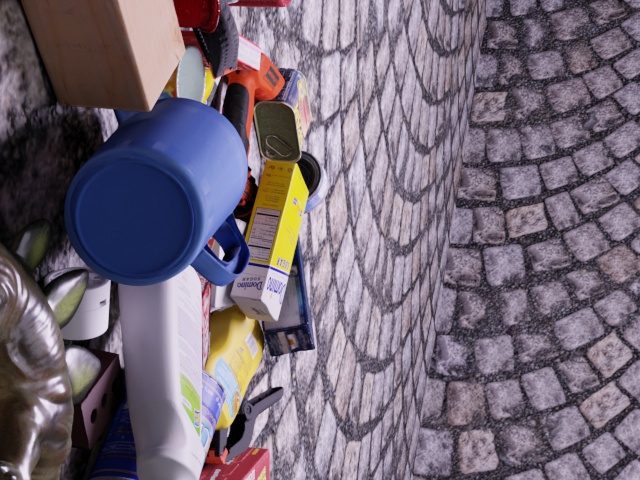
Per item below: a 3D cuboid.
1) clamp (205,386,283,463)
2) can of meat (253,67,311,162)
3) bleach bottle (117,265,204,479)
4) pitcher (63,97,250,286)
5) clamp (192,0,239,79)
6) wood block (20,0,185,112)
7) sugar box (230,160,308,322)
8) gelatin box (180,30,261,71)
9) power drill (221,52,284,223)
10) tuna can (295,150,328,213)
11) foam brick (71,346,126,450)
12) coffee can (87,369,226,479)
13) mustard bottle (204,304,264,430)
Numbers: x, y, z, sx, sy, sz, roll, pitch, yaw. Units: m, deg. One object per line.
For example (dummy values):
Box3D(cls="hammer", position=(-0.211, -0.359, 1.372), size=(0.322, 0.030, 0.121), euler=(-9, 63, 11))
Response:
Box3D(cls="clamp", position=(-0.108, 0.205, 1.363), size=(0.120, 0.039, 0.171), euler=(59, 36, -21))
Box3D(cls="can of meat", position=(-0.049, -0.169, 1.436), size=(0.084, 0.057, 0.102), euler=(-74, 162, -44))
Box3D(cls="bleach bottle", position=(-0.145, 0.129, 0.979), size=(0.102, 0.068, 0.251), euler=(59, 18, -51))
Box3D(cls="pitcher", position=(-0.129, -0.035, 0.900), size=(0.243, 0.149, 0.145), euler=(-88, -172, -76))
Box3D(cls="clamp", position=(-0.111, -0.240, 1.012), size=(0.165, 0.036, 0.210), euler=(47, -21, 49))
Box3D(cls="wood block", position=(-0.184, -0.214, 0.853), size=(0.206, 0.090, 0.090), euler=(80, 21, -45))
Box3D(cls="sugar box", position=(-0.058, 0.002, 1.277), size=(0.093, 0.048, 0.176), euler=(64, 35, -68))
Box3D(cls="gelatin box", position=(-0.112, -0.204, 1.153), size=(0.089, 0.073, 0.030), euler=(1, 95, -75))
Box3D(cls="power drill", position=(-0.090, -0.122, 1.293), size=(0.184, 0.057, 0.187), euler=(47, 50, -70))
Box3D(cls="tuna can", position=(-0.034, -0.080, 1.464), size=(0.033, 0.086, 0.086), euler=(56, 42, -64))
Box3D(cls="foam brick", position=(-0.212, 0.138, 0.940), size=(0.078, 0.051, 0.053), euler=(-62, 154, -55))
Box3D(cls="coffee can", position=(-0.161, 0.201, 1.053), size=(0.103, 0.103, 0.140), euler=(77, 23, -49))
Box3D(cls="mustard bottle", position=(-0.123, 0.166, 1.266), size=(0.191, 0.058, 0.096), euler=(-68, 149, -48))
